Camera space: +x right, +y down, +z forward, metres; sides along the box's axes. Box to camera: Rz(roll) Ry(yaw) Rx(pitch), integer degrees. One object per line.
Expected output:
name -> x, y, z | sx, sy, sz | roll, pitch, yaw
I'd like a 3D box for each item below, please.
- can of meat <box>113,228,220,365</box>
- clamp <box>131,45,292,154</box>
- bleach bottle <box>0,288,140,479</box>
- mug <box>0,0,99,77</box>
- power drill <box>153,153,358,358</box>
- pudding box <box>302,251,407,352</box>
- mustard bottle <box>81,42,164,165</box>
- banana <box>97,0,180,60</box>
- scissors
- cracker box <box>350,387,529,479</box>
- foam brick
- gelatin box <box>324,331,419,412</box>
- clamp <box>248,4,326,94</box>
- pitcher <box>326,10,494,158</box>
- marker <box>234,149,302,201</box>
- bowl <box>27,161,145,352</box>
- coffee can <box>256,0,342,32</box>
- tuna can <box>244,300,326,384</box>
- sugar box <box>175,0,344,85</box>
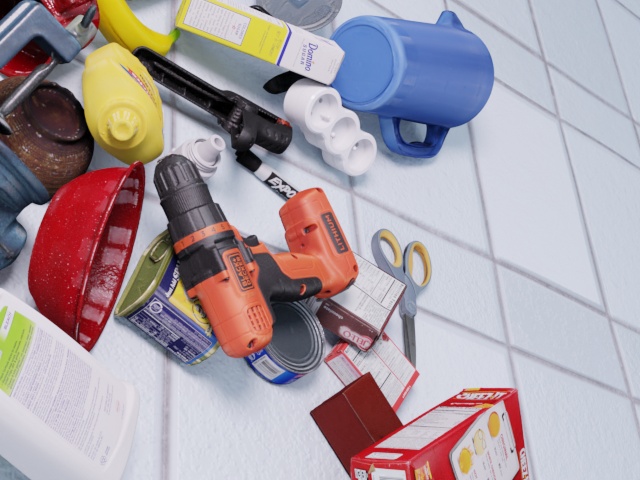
can of meat -> -0.121, 0.048, 0.939 | 0.084, 0.058, 0.102 | 41, 39, -20
clamp -> -0.080, -0.122, 1.083 | 0.165, 0.036, 0.209 | 42, 13, 31
bleach bottle -> -0.214, 0.079, 0.719 | 0.250, 0.068, 0.102 | 59, 27, -44
mug -> -0.243, -0.204, 0.955 | 0.093, 0.117, 0.081 | 61, 31, -12
power drill -> -0.056, 0.001, 0.958 | 0.187, 0.057, 0.184 | -16, 81, -52
pudding box -> 0.022, 0.051, 1.082 | 0.113, 0.039, 0.090 | 33, 37, 3
mustard bottle -> -0.171, -0.114, 0.930 | 0.192, 0.058, 0.096 | -117, -178, -71
banana -> -0.197, -0.226, 1.037 | 0.197, 0.037, 0.069 | 49, 38, -58
scissors -> 0.084, 0.061, 1.186 | 0.096, 0.016, 0.201 | 39, 39, -17
cracker box -> 0.119, 0.246, 0.996 | 0.213, 0.072, 0.164 | -18, 101, -53
foam brick -> 0.038, 0.176, 1.018 | 0.052, 0.051, 0.078 | -26, 83, -52
gelatin box -> 0.053, 0.129, 1.088 | 0.089, 0.030, 0.073 | 50, 38, -6
clamp -> -0.018, -0.199, 1.258 | 0.171, 0.039, 0.120 | 21, 53, -37
pitcher -> 0.105, -0.195, 1.292 | 0.242, 0.145, 0.149 | -7, 62, -58
marker -> -0.043, -0.060, 1.139 | 0.121, 0.020, 0.020 | 38, 40, -21
bowl -> -0.189, 0.007, 0.846 | 0.055, 0.162, 0.162 | 17, 44, 0
coffee can -> -0.027, -0.338, 1.301 | 0.102, 0.103, 0.140 | 26, 45, -33
tuna can -> -0.038, 0.093, 1.014 | 0.086, 0.034, 0.086 | 28, 44, -31
sugar box -> -0.066, -0.220, 1.144 | 0.176, 0.048, 0.093 | 22, 14, -13
